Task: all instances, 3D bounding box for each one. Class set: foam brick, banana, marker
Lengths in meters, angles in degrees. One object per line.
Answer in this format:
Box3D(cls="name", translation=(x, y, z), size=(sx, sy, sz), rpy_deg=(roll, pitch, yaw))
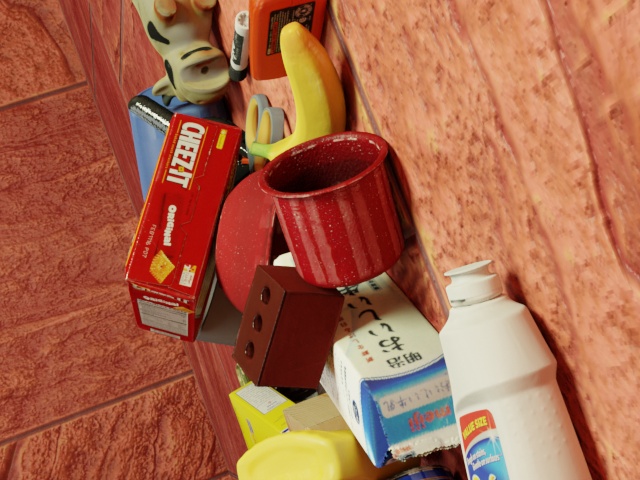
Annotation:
Box3D(cls="foam brick", translation=(-0.024, 0.063, 0.779), size=(0.053, 0.051, 0.078), rpy_deg=(40, 118, 58))
Box3D(cls="banana", translation=(-0.013, -0.093, 0.813), size=(0.198, 0.069, 0.037), rpy_deg=(117, 173, -64))
Box3D(cls="marker", translation=(-0.075, -0.182, 1.018), size=(0.121, 0.020, 0.020), rpy_deg=(118, 131, -72))

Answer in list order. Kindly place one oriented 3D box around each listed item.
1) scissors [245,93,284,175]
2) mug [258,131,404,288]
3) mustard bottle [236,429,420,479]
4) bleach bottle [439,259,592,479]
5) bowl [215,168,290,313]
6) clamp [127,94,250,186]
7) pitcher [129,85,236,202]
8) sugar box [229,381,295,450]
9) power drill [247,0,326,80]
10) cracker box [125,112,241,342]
Box3D(cls="scissors", translation=(-0.067, -0.058, 1.054), size=(0.096, 0.016, 0.202), rpy_deg=(-108, 27, -42))
Box3D(cls="mug", translation=(0.012, -0.026, 0.763), size=(0.117, 0.093, 0.081), rpy_deg=(-87, -18, -61))
Box3D(cls="mustard bottle", translation=(0.026, 0.178, 0.862), size=(0.191, 0.096, 0.058), rpy_deg=(8, -115, -56))
Box3D(cls="bleach bottle", translation=(0.117, 0.135, 0.613), size=(0.103, 0.068, 0.251), rpy_deg=(171, 82, -76))
Box3D(cls="bowl", translation=(-0.056, 0.001, 0.955), size=(0.162, 0.055, 0.162), rpy_deg=(8, -90, -82))
Box3D(cls="clamp", translation=(-0.129, -0.087, 1.140), size=(0.172, 0.039, 0.120), rpy_deg=(18, 136, 31))
Box3D(cls="pitcher", translation=(-0.158, -0.066, 1.282), size=(0.144, 0.149, 0.243), rpy_deg=(-61, -33, -56))
Box3D(cls="sugar box", translation=(-0.026, 0.218, 1.116), size=(0.176, 0.048, 0.093), rpy_deg=(25, 138, 56))
Box3D(cls="power drill", translation=(-0.059, -0.218, 0.817), size=(0.184, 0.057, 0.188), rpy_deg=(100, 148, -64))
Box3D(cls="cracker box", translation=(-0.131, -0.005, 1.022), size=(0.214, 0.072, 0.164), rpy_deg=(113, 171, -73))
